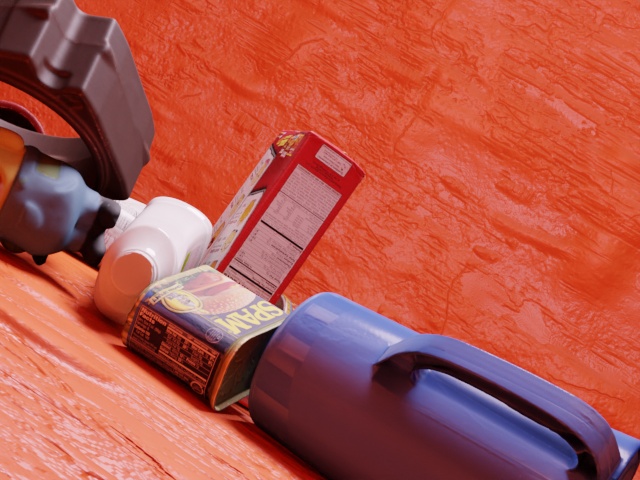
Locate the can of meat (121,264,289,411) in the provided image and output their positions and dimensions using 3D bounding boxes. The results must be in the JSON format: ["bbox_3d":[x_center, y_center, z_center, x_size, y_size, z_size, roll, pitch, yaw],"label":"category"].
[{"bbox_3d":[-0.074,0.064,0.738,0.084,0.057,0.101,29,21,20],"label":"can of meat"}]

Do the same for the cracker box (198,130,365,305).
[{"bbox_3d":[-0.057,0.001,0.995,0.072,0.213,0.164,34,-1,-13],"label":"cracker box"}]

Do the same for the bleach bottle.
[{"bbox_3d":[-0.133,0.014,0.844,0.068,0.102,0.251,26,-2,-4],"label":"bleach bottle"}]

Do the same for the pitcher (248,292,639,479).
[{"bbox_3d":[0.076,0.125,0.690,0.243,0.149,0.144,28,9,23],"label":"pitcher"}]

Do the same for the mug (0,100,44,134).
[{"bbox_3d":[-0.333,-0.095,1.076,0.117,0.093,0.081,20,-3,-12],"label":"mug"}]
